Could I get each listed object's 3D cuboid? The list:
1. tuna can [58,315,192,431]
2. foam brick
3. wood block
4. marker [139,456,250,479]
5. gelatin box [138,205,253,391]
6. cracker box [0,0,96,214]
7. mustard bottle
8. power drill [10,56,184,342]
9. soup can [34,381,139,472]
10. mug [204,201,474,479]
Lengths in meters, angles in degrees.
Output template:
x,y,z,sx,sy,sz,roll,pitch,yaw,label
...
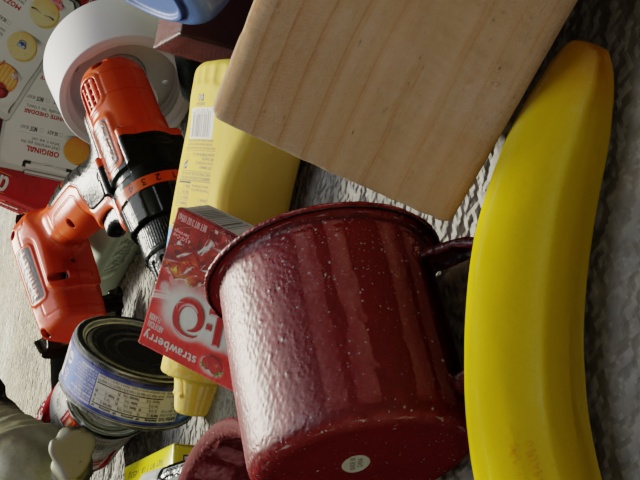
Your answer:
x,y,z,sx,sy,sz,roll,pitch,yaw,label
-0.113,0.079,0.651,0.034,0.086,0.086,-70,25,16,tuna can
-0.045,-0.125,0.595,0.051,0.078,0.053,1,78,67,foam brick
0.049,-0.123,0.336,0.090,0.090,0.206,-70,5,-58,wood block
-0.041,0.106,0.509,0.121,0.020,0.020,-25,55,35,marker
-0.038,0.032,0.512,0.089,0.030,0.073,24,105,24,gelatin box
-0.260,-0.140,0.925,0.072,0.164,0.213,-11,57,64,cracker box
-0.053,0.001,0.583,0.096,0.058,0.191,12,91,61,mustard bottle
-0.145,-0.004,0.739,0.188,0.057,0.184,-44,58,41,power drill
-0.160,0.121,0.758,0.102,0.068,0.068,136,139,-54,soup can
0.019,0.040,0.385,0.117,0.093,0.081,-24,55,18,mug
